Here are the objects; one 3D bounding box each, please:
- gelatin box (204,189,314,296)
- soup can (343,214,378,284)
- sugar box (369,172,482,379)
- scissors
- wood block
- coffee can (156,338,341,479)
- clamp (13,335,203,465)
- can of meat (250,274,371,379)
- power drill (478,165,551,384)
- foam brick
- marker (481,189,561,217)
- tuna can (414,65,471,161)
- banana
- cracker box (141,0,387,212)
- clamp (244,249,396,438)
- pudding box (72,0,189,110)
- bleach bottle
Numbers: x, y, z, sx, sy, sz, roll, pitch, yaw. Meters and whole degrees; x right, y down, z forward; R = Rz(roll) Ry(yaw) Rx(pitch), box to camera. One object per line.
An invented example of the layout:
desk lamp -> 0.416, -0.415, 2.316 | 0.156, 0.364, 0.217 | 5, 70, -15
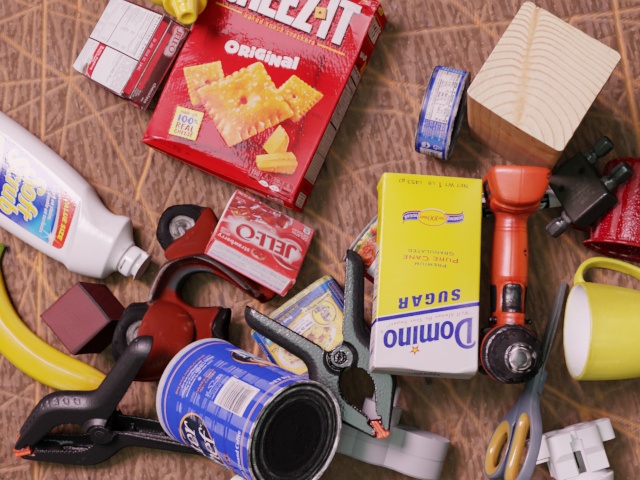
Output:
gelatin box -> -0.057, 0.001, 1.019 | 0.089, 0.073, 0.030 | 28, 135, -7
soup can -> 0.082, 0.025, 1.009 | 0.102, 0.068, 0.068 | 40, 93, 8
sugar box -> 0.094, 0.031, 0.947 | 0.093, 0.048, 0.176 | 3, 74, -2
scissors -> 0.192, 0.141, 1.003 | 0.016, 0.096, 0.201 | 23, 59, -11
wood block -> 0.188, -0.123, 0.932 | 0.090, 0.206, 0.091 | 33, 92, 9
coffee can -> -0.065, 0.154, 0.948 | 0.141, 0.102, 0.103 | 16, 89, 47
clamp -> -0.209, 0.166, 1.027 | 0.210, 0.036, 0.164 | -12, 127, 14
can of meat -> -0.005, 0.094, 1.023 | 0.102, 0.057, 0.084 | -36, 81, 5
power drill -> 0.168, 0.031, 0.936 | 0.057, 0.184, 0.187 | 5, 87, 3
foam brick -> -0.227, 0.076, 1.047 | 0.053, 0.078, 0.051 | -43, 81, 2
marker -> 0.199, -0.037, 1.019 | 0.121, 0.020, 0.020 | -7, 86, 8
tuna can -> 0.115, -0.120, 1.003 | 0.034, 0.086, 0.086 | 15, 89, 10
banana -> -0.294, 0.094, 1.076 | 0.069, 0.037, 0.198 | -42, 82, 5
cracker box -> -0.054, -0.157, 1.037 | 0.164, 0.072, 0.214 | 24, 89, 9
clamp -> 0.007, 0.106, 0.970 | 0.120, 0.039, 0.171 | -21, 80, 9
pudding box -> -0.188, -0.186, 1.048 | 0.114, 0.039, 0.090 | 31, 91, 45
bleach bottle -> -0.276, -0.046, 1.070 | 0.251, 0.068, 0.102 | 32, 92, 7
